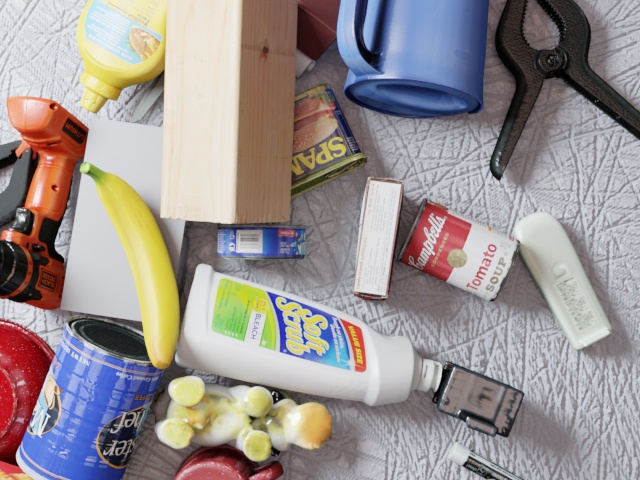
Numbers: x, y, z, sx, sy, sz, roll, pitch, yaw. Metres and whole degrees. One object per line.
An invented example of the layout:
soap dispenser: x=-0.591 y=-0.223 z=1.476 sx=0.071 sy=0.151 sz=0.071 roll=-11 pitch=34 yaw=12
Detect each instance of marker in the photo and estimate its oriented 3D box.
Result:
marker: x=0.182 y=0.234 z=1.041 sx=0.121 sy=0.020 sz=0.020 roll=28 pitch=87 yaw=3

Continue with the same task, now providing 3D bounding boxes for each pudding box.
pudding box: x=0.055 y=0.001 z=1.024 sx=0.039 sy=0.090 sz=0.113 roll=6 pitch=86 yaw=2

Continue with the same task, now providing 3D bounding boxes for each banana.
banana: x=-0.167 y=0.020 z=0.981 sx=0.037 sy=0.069 sz=0.198 roll=-23 pitch=89 yaw=35

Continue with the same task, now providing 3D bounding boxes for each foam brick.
foam brick: x=-0.001 y=-0.225 z=1.039 sx=0.053 sy=0.051 sz=0.078 roll=35 pitch=55 yaw=-12

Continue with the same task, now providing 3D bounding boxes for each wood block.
wood block: x=-0.083 y=-0.121 z=0.984 sx=0.090 sy=0.090 sz=0.206 roll=5 pitch=95 yaw=35

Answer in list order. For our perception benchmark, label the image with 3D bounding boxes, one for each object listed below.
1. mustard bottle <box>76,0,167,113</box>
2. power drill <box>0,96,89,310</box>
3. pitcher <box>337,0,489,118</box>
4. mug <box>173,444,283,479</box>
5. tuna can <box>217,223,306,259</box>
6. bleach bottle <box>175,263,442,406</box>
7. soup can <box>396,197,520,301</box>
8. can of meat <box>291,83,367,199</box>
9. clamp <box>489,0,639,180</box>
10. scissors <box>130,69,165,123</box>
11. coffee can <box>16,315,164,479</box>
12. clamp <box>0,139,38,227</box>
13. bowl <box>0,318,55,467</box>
mustard bottle: x=-0.179 y=-0.210 z=1.026 sx=0.096 sy=0.058 sz=0.192 roll=30 pitch=97 yaw=8
power drill: x=-0.276 y=-0.036 z=0.999 sx=0.057 sy=0.184 sz=0.187 roll=8 pitch=78 yaw=12
pitcher: x=0.096 y=-0.246 z=1.015 sx=0.145 sy=0.149 sz=0.243 roll=7 pitch=83 yaw=1
mug: x=-0.090 y=0.240 z=1.016 sx=0.117 sy=0.081 sz=0.093 roll=-21 pitch=86 yaw=0
tuna can: x=-0.057 y=0.001 z=1.029 sx=0.086 sy=0.086 sz=0.034 roll=1 pitch=90 yaw=1
bleach bottle: x=-0.007 y=0.099 z=1.028 sx=0.250 sy=0.068 sz=0.102 roll=13 pitch=50 yaw=-4
soup can: x=0.133 y=0.010 z=1.033 sx=0.102 sy=0.068 sz=0.068 roll=24 pitch=87 yaw=2
can of meat: x=-0.017 y=-0.095 z=1.050 sx=0.102 sy=0.057 sz=0.084 roll=-25 pitch=83 yaw=-1
clamp: x=0.219 y=-0.166 z=1.057 sx=0.164 sy=0.036 sz=0.210 roll=-20 pitch=84 yaw=0
scissors: x=-0.111 y=-0.194 z=1.064 sx=0.096 sy=0.016 sz=0.201 roll=18 pitch=77 yaw=-3
coffee can: x=-0.213 y=0.155 z=1.002 sx=0.103 sy=0.102 sz=0.140 roll=23 pitch=98 yaw=3
clamp: x=-0.339 y=-0.025 z=1.062 sx=0.171 sy=0.039 sz=0.120 roll=-40 pitch=88 yaw=-1
bowl: x=-0.334 y=0.156 z=1.043 sx=0.162 sy=0.055 sz=0.162 roll=0 pitch=86 yaw=1
